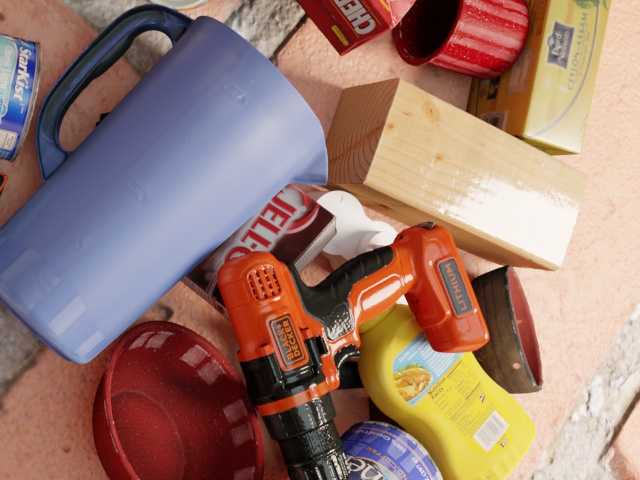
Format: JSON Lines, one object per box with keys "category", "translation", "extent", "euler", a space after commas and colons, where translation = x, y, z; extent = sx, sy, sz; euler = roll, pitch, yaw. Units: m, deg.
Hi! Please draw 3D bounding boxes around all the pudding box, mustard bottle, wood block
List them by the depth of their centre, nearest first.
{"category": "pudding box", "translation": [-0.055, 0.001, 0.822], "extent": [0.090, 0.039, 0.113], "euler": [37, 75, 18]}
{"category": "mustard bottle", "translation": [0.086, 0.111, 0.862], "extent": [0.096, 0.058, 0.191], "euler": [-40, 93, -32]}
{"category": "wood block", "translation": [0.112, -0.051, 0.901], "extent": [0.205, 0.091, 0.090], "euler": [22, 82, -26]}

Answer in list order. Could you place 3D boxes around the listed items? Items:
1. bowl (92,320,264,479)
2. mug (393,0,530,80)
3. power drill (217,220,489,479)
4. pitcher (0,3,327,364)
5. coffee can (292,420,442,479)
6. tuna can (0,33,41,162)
{"category": "bowl", "translation": [-0.114, 0.143, 0.789], "extent": [0.162, 0.055, 0.162], "euler": [38, 36, -35]}
{"category": "mug", "translation": [0.119, -0.193, 0.908], "extent": [0.081, 0.093, 0.117], "euler": [11, 51, -32]}
{"category": "power drill", "translation": [0.031, 0.076, 0.779], "extent": [0.187, 0.057, 0.184], "euler": [-20, 90, -30]}
{"category": "pitcher", "translation": [-0.128, -0.040, 0.754], "extent": [0.242, 0.149, 0.145], "euler": [-45, 137, -9]}
{"category": "coffee can", "translation": [0.017, 0.215, 0.807], "extent": [0.140, 0.103, 0.103], "euler": [-33, 108, -48]}
{"category": "tuna can", "translation": [-0.219, -0.099, 0.732], "extent": [0.033, 0.086, 0.086], "euler": [12, 87, -25]}
